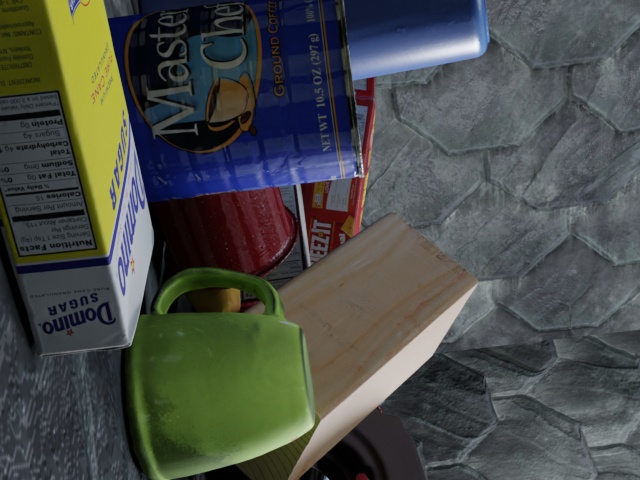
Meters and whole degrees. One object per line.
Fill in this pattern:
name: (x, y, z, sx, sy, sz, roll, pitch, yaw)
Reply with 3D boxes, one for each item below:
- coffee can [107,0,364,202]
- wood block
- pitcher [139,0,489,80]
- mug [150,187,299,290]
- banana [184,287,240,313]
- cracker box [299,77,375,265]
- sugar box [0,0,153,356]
coffee can: (-0.052, -0.076, 0.572, 0.103, 0.140, 0.103, -7, 90, -87)
wood block: (0.011, 0.072, 0.746, 0.205, 0.090, 0.091, -33, 157, -47)
pitcher: (-0.005, -0.181, 0.776, 0.149, 0.243, 0.145, 30, 55, -78)
mug: (-0.069, -0.036, 0.696, 0.117, 0.093, 0.081, -102, 177, -51)
banana: (-0.075, -0.008, 0.761, 0.037, 0.070, 0.197, 34, 38, -25)
cracker box: (0.006, -0.072, 0.969, 0.213, 0.072, 0.164, -83, 180, -72)
sugar box: (-0.104, -0.052, 0.421, 0.093, 0.048, 0.176, -93, 174, -59)
